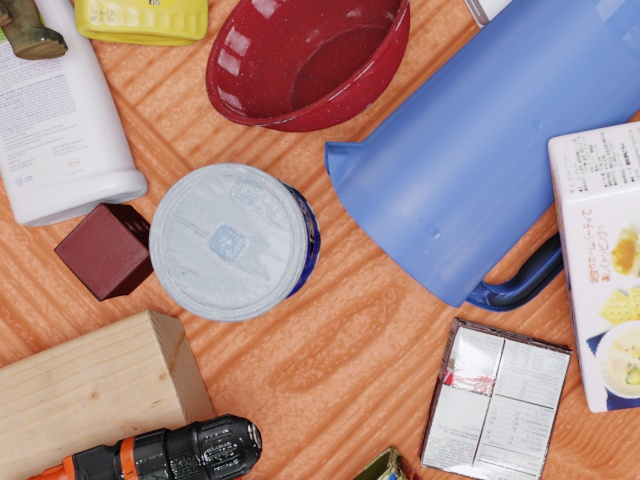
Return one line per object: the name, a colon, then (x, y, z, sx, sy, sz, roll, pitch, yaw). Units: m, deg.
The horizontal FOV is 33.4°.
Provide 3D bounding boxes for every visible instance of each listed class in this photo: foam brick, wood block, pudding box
foam brick: (-0.151, 0.007, 0.789, 0.051, 0.078, 0.053, -44, 87, 5)
wood block: (-0.194, 0.132, 0.781, 0.206, 0.090, 0.090, -22, 78, 4)
pudding box: (0.129, 0.122, 0.790, 0.090, 0.039, 0.113, 14, 93, 3)

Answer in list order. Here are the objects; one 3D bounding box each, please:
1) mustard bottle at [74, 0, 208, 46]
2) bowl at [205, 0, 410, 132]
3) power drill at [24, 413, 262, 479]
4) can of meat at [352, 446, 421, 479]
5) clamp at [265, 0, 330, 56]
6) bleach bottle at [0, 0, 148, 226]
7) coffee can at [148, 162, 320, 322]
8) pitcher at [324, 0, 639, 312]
mustard bottle: (-0.132, -0.244, 0.789, 0.096, 0.058, 0.191, 0, 90, -25)
bowl: (0.002, -0.129, 0.725, 0.162, 0.055, 0.162, -21, 48, 24)
power drill: (-0.111, 0.171, 0.731, 0.184, 0.187, 0.057, -18, 69, 5)
can of meat: (0.058, 0.201, 0.765, 0.057, 0.102, 0.084, -41, 86, 4)
clamp: (-0.006, -0.209, 0.786, 0.120, 0.039, 0.171, -32, 103, 6)
bleach bottle: (-0.212, -0.143, 0.801, 0.102, 0.068, 0.251, -16, 87, 5)
coffee can: (-0.055, 0.001, 0.751, 0.103, 0.140, 0.103, 0, 90, 4)
pitcher: (0.136, -0.073, 0.732, 0.243, 0.149, 0.145, -45, 61, 10)
